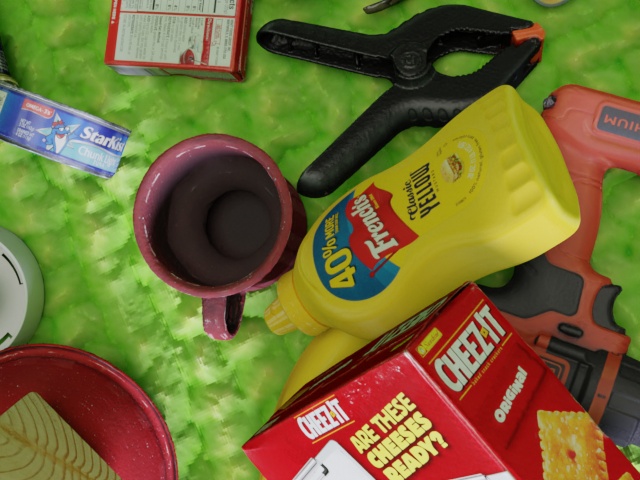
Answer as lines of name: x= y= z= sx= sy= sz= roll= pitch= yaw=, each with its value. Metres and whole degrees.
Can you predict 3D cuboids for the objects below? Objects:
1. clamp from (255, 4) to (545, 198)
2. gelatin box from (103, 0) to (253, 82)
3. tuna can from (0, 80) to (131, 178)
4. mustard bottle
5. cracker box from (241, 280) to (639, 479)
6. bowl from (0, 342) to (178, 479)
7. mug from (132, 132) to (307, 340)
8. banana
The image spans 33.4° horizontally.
clamp: x=0.045 y=-0.105 z=0.640 sx=0.171 sy=0.039 sz=0.120 roll=-22 pitch=73 yaw=-6
gelatin box: x=-0.088 y=-0.142 z=0.679 sx=0.089 sy=0.030 sz=0.073 roll=5 pitch=85 yaw=11
tuna can: x=-0.163 y=-0.068 z=0.659 sx=0.086 sy=0.086 sz=0.034 roll=21 pitch=91 yaw=11
mustard bottle: x=0.044 y=0.001 z=0.591 sx=0.192 sy=0.058 sz=0.096 roll=-34 pitch=44 yaw=26
cracker box: x=0.083 y=0.144 z=0.545 sx=0.213 sy=0.072 sz=0.164 roll=50 pitch=139 yaw=-1
bowl: x=-0.170 y=0.146 z=0.640 sx=0.162 sy=0.055 sz=0.162 roll=2 pitch=102 yaw=8
mug: x=-0.054 y=0.001 z=0.635 sx=0.093 sy=0.081 sz=0.117 roll=-1 pitch=85 yaw=11
banana: x=0.001 y=0.122 z=0.642 sx=0.069 sy=0.037 sz=0.198 roll=8 pitch=88 yaw=-7
